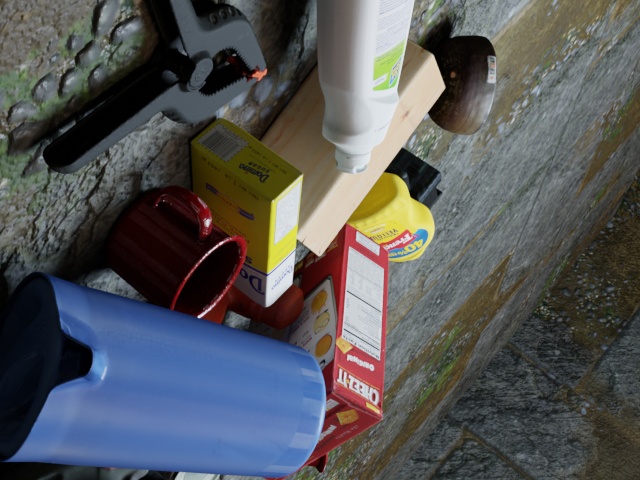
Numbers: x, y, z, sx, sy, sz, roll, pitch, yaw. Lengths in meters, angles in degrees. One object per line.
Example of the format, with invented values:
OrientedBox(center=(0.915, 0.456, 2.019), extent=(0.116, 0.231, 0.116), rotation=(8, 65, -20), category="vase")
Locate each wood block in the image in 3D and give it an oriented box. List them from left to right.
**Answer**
OrientedBox(center=(0.017, -0.099, 1.007), extent=(0.206, 0.090, 0.090), rotation=(-53, 161, -2), category="wood block")

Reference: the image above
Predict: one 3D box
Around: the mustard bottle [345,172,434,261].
OrientedBox(center=(0.082, -0.018, 1.269), extent=(0.096, 0.058, 0.191), rotation=(-21, 154, 18), category="mustard bottle")

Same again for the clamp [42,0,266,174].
OrientedBox(center=(-0.105, -0.117, 0.752), extent=(0.165, 0.036, 0.209), rotation=(-59, 162, 13), category="clamp")

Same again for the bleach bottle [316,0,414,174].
OrientedBox(center=(0.033, -0.167, 0.865), extent=(0.102, 0.068, 0.251), rotation=(-35, 140, -46), category="bleach bottle")

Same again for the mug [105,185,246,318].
OrientedBox(center=(-0.118, 0.004, 0.867), extent=(0.093, 0.081, 0.117), rotation=(-38, 157, -40), category="mug")

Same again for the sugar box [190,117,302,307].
OrientedBox(center=(-0.067, -0.019, 0.936), extent=(0.048, 0.093, 0.176), rotation=(-43, 159, -29), category="sugar box")

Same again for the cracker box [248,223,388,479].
OrientedBox(center=(-0.008, 0.112, 1.068), extent=(0.164, 0.072, 0.213), rotation=(-39, -149, 36), category="cracker box")

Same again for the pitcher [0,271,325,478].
OrientedBox(center=(-0.126, 0.113, 0.813), extent=(0.242, 0.149, 0.145), rotation=(16, 115, -33), category="pitcher")
